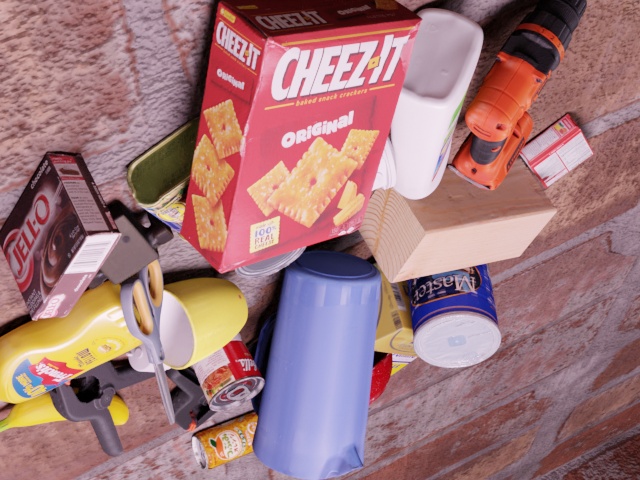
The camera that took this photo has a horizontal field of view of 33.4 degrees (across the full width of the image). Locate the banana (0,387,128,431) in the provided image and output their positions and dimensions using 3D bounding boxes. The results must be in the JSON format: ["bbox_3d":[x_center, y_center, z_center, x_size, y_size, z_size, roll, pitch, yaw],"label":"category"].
[{"bbox_3d":[-0.283,0.194,1.232,0.070,0.037,0.197,-28,158,32],"label":"banana"}]

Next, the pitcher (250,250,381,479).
[{"bbox_3d":[-0.007,0.136,1.227,0.149,0.145,0.243,8,107,2],"label":"pitcher"}]

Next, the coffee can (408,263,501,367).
[{"bbox_3d":[0.158,0.067,1.286,0.103,0.140,0.103,-1,138,-1],"label":"coffee can"}]

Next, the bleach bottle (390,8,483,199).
[{"bbox_3d":[0.103,-0.113,1.035,0.251,0.068,0.102,85,27,-69],"label":"bleach bottle"}]

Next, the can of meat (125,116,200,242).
[{"bbox_3d":[-0.109,-0.055,0.942,0.102,0.057,0.083,-35,151,8],"label":"can of meat"}]

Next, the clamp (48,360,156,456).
[{"bbox_3d":[-0.249,0.179,1.187,0.171,0.039,0.120,25,79,-56],"label":"clamp"}]

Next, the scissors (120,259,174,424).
[{"bbox_3d":[-0.165,0.095,1.084,0.016,0.096,0.202,1,140,11],"label":"scissors"}]

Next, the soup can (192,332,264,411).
[{"bbox_3d":[-0.116,0.134,1.217,0.068,0.102,0.068,-24,153,-13],"label":"soup can"}]

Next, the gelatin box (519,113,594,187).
[{"bbox_3d":[0.284,-0.107,1.286,0.073,0.030,0.089,-37,154,11],"label":"gelatin box"}]

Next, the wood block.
[{"bbox_3d":[0.157,-0.027,1.228,0.205,0.090,0.091,-10,147,-35],"label":"wood block"}]

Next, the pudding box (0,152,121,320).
[{"bbox_3d":[-0.218,-0.003,0.882,0.039,0.090,0.114,-1,141,-48],"label":"pudding box"}]

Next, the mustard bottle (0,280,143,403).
[{"bbox_3d":[-0.273,0.113,1.067,0.191,0.058,0.096,-27,153,-6],"label":"mustard bottle"}]

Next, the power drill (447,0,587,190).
[{"bbox_3d":[0.191,-0.144,1.048,0.184,0.057,0.188,-54,167,-19],"label":"power drill"}]

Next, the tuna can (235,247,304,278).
[{"bbox_3d":[-0.057,0.001,1.120,0.086,0.034,0.086,-24,154,-13],"label":"tuna can"}]

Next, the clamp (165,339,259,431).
[{"bbox_3d":[-0.134,0.182,1.359,0.164,0.036,0.210,-16,153,-26],"label":"clamp"}]

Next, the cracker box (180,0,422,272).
[{"bbox_3d":[-0.018,-0.091,0.875,0.163,0.072,0.214,-17,135,-39],"label":"cracker box"}]
